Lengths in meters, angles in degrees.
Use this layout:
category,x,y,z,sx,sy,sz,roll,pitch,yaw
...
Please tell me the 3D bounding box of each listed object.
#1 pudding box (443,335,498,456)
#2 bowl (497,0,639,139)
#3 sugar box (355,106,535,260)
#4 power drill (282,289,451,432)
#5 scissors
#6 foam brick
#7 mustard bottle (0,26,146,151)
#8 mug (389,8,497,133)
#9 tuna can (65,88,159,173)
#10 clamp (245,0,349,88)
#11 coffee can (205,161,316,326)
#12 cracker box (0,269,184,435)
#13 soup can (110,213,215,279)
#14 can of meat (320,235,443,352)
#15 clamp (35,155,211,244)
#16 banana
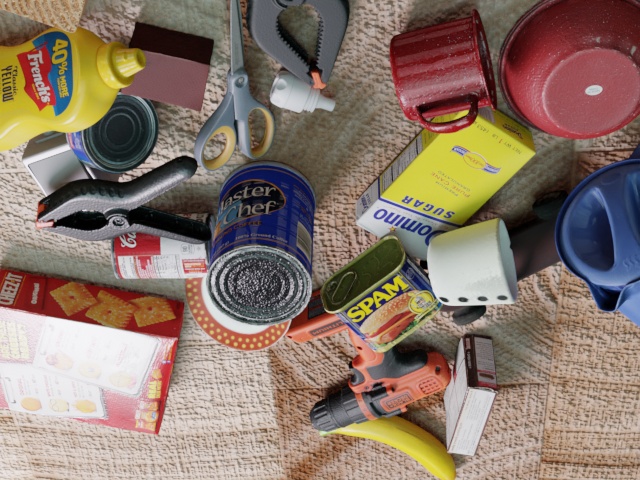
category,x,y,z,sx,sy,sz,roll,pitch,yaw
pudding box,0.173,0.179,1.235,0.039,0.090,0.113,6,128,-3
bowl,0.249,-0.151,0.993,0.162,0.055,0.162,1,128,1
sugar box,0.122,-0.062,1.074,0.093,0.048,0.176,28,123,-20
power drill,0.034,0.137,1.229,0.185,0.057,0.187,-26,126,17
scissors,-0.091,-0.136,0.992,0.096,0.016,0.201,-36,146,-12
foam brick,-0.143,-0.163,0.999,0.078,0.051,0.053,13,127,-8
mustard bottle,-0.242,-0.144,0.972,0.192,0.096,0.058,-10,168,25
mug,0.112,-0.146,0.968,0.082,0.117,0.093,-11,150,16
tuna can,-0.199,-0.108,1.025,0.085,0.034,0.086,-13,111,-36
clamp,-0.021,-0.233,0.949,0.165,0.036,0.210,-19,125,13
coffee can,-0.057,0.001,1.070,0.103,0.140,0.103,1,128,1
cracker box,-0.274,0.128,1.223,0.213,0.072,0.164,11,127,-6
soup can,-0.163,0.006,1.123,0.102,0.068,0.068,-2,128,3
can of meat,0.066,0.058,1.105,0.102,0.057,0.083,-37,124,13
clamp,-0.189,-0.038,1.029,0.171,0.039,0.120,-1,137,-9
banana,0.099,0.250,1.331,0.197,0.037,0.070,25,143,-15
